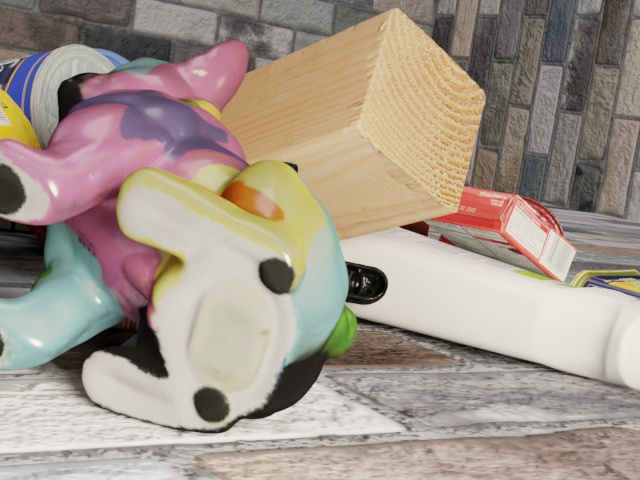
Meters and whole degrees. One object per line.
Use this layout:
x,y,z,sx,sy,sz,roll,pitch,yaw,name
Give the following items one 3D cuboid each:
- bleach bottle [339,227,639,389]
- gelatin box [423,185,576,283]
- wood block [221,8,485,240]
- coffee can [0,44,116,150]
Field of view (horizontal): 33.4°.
0.116,0.043,0.672,0.251,0.068,0.102,16,7,36,bleach bottle
0.118,-0.007,0.717,0.073,0.030,0.089,14,-15,46,gelatin box
-0.010,-0.056,0.674,0.207,0.090,0.090,-14,-40,45,wood block
-0.216,-0.075,0.752,0.140,0.103,0.102,-5,-1,28,coffee can
